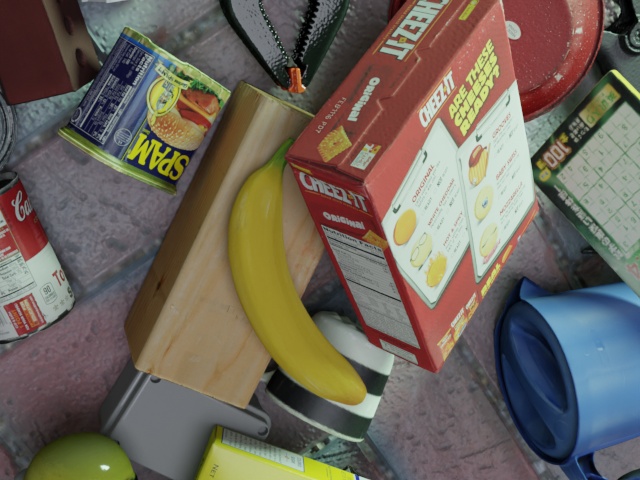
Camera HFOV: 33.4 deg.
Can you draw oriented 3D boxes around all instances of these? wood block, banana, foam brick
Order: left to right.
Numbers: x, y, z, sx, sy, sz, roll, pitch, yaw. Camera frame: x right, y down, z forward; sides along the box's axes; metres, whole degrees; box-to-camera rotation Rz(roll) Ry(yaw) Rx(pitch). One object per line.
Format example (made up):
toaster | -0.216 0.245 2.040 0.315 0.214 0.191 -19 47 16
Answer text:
foam brick | -0.187 -0.136 0.705 0.051 0.053 0.078 -10 111 16
wood block | -0.056 0.001 0.768 0.090 0.091 0.206 24 99 -21
banana | -0.020 0.035 0.718 0.069 0.037 0.198 -18 110 -9

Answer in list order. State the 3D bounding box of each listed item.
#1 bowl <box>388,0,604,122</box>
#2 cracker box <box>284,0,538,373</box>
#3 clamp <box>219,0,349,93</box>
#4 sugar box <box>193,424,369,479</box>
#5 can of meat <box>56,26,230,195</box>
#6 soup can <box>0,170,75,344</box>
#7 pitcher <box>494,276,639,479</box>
bowl | 0.131 -0.155 0.772 0.162 0.055 0.162 0 109 0
cracker box | 0.072 -0.037 0.727 0.164 0.072 0.213 -54 144 -23
clamp | -0.017 -0.211 0.746 0.164 0.036 0.210 -14 105 -10
sugar box | -0.012 0.211 0.782 0.176 0.048 0.093 20 99 -4
can of meat | -0.116 -0.087 0.725 0.057 0.102 0.084 32 93 24
soup can | -0.220 0.012 0.739 0.068 0.068 0.102 -23 111 -8
pitcher | 0.277 0.099 0.864 0.242 0.145 0.149 -11 117 -15
